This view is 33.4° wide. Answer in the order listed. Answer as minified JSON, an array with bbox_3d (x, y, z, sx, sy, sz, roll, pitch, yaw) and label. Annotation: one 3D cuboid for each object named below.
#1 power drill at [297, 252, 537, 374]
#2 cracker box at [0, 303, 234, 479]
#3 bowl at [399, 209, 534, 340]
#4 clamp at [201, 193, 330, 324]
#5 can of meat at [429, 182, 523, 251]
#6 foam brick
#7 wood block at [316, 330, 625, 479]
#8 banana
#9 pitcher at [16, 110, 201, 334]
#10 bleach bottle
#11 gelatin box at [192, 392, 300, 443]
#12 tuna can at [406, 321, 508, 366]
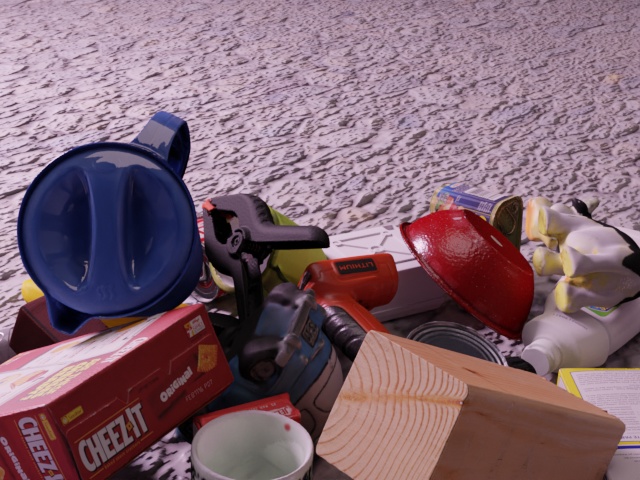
[{"bbox_3d":[0.075,0.087,0.932,0.184,0.057,0.188,-5,38,-31],"label":"power drill"},{"bbox_3d":[-0.192,0.125,0.761,0.214,0.072,0.163,-16,11,36],"label":"cracker box"},{"bbox_3d":[0.153,0.020,1.028,0.162,0.055,0.162,37,17,-13],"label":"bowl"},{"bbox_3d":[-0.056,0.001,0.972,0.039,0.120,0.172,30,19,-45],"label":"clamp"},{"bbox_3d":[0.164,-0.006,1.141,0.084,0.102,0.057,19,28,39],"label":"can of meat"},{"bbox_3d":[-0.223,0.089,0.931,0.078,0.053,0.051,41,38,14],"label":"foam brick"},{"bbox_3d":[0.108,0.133,0.725,0.205,0.090,0.091,20,6,-46],"label":"wood block"},{"bbox_3d":[-0.223,0.061,1.050,0.198,0.037,0.069,11,26,22],"label":"banana"},{"bbox_3d":[-0.156,-0.004,0.900,0.149,0.145,0.243,-21,-5,-4],"label":"pitcher"},{"bbox_3d":[0.262,0.063,1.036,0.103,0.068,0.250,18,31,35],"label":"bleach bottle"},{"bbox_3d":[-0.053,0.158,0.766,0.073,0.089,0.030,-10,35,-22],"label":"gelatin box"},{"bbox_3d":[0.103,0.106,0.841,0.086,0.034,0.086,10,39,-8],"label":"tuna can"}]
